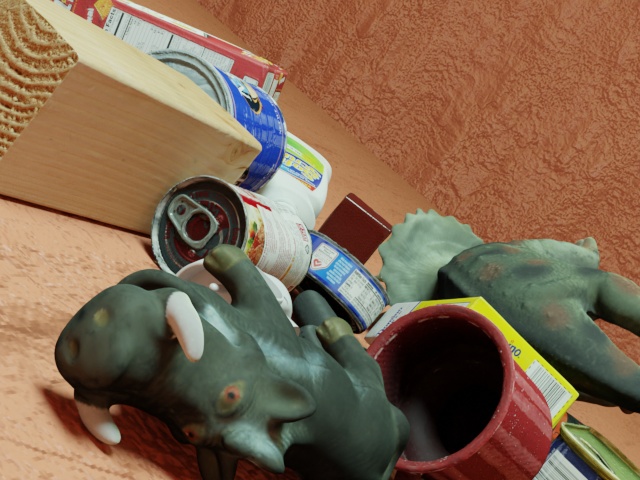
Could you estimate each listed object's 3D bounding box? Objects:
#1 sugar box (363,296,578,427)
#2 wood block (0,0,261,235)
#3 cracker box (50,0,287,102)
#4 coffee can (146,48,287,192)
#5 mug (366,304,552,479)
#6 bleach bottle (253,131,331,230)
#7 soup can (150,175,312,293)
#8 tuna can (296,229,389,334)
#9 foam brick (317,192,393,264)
[{"bbox_3d":[0.097,0.085,0.736,0.093,0.048,0.176,45,-10,-7],"label":"sugar box"},{"bbox_3d":[-0.136,-0.072,0.647,0.090,0.091,0.205,43,10,23],"label":"wood block"},{"bbox_3d":[-0.147,-0.173,1.009,0.213,0.072,0.164,24,9,1],"label":"cracker box"},{"bbox_3d":[-0.095,-0.088,0.848,0.103,0.103,0.140,42,9,13],"label":"coffee can"},{"bbox_3d":[0.071,0.104,0.577,0.093,0.117,0.081,8,-23,37],"label":"mug"},{"bbox_3d":[-0.034,-0.045,1.021,0.102,0.068,0.251,35,12,-12],"label":"bleach bottle"},{"bbox_3d":[-0.055,0.001,0.692,0.068,0.068,0.102,44,10,23],"label":"soup can"},{"bbox_3d":[0.010,0.033,0.817,0.086,0.033,0.086,39,-13,11],"label":"tuna can"},{"bbox_3d":[0.022,0.003,0.959,0.053,0.078,0.051,40,11,2],"label":"foam brick"}]
